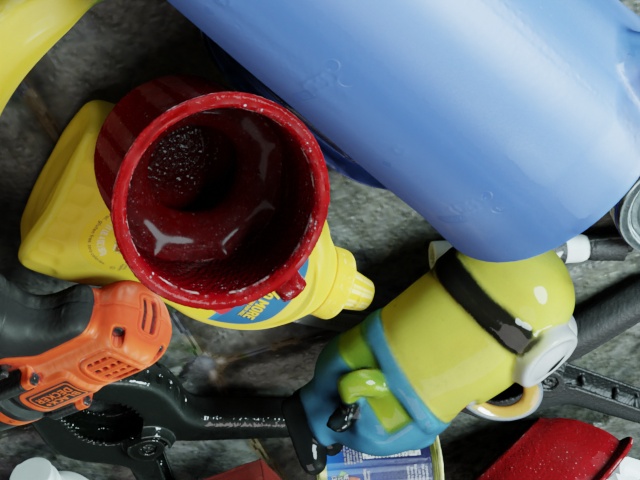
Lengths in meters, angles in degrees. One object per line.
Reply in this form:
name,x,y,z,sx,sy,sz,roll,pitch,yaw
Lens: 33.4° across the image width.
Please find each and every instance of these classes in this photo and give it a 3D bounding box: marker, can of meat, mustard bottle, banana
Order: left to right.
banana,-0.159,-0.056,0.509,0.069,0.037,0.198,22,127,-26
mustard bottle,-0.054,0.001,0.566,0.191,0.058,0.096,21,122,-27
can of meat,0.040,0.173,0.749,0.084,0.057,0.102,-4,133,-2
marker,0.124,0.006,0.627,0.121,0.020,0.020,-4,134,-6

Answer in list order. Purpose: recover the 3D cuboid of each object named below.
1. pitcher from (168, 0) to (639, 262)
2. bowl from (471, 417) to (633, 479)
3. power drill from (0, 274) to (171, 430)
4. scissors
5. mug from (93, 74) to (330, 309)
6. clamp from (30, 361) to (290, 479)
pitcher,0.016,-0.100,0.442,0.242,0.145,0.149,34,104,-30
bowl,0.137,0.172,0.731,0.162,0.055,0.162,-41,166,-12
power drill,-0.196,0.041,0.525,0.185,0.057,0.187,-26,142,31
scissors,0.054,0.071,0.653,0.202,0.016,0.096,-4,114,3
mug,-0.046,-0.019,0.476,0.093,0.082,0.117,-43,118,-3
clamp,-0.114,0.127,0.693,0.209,0.036,0.165,26,124,-34
